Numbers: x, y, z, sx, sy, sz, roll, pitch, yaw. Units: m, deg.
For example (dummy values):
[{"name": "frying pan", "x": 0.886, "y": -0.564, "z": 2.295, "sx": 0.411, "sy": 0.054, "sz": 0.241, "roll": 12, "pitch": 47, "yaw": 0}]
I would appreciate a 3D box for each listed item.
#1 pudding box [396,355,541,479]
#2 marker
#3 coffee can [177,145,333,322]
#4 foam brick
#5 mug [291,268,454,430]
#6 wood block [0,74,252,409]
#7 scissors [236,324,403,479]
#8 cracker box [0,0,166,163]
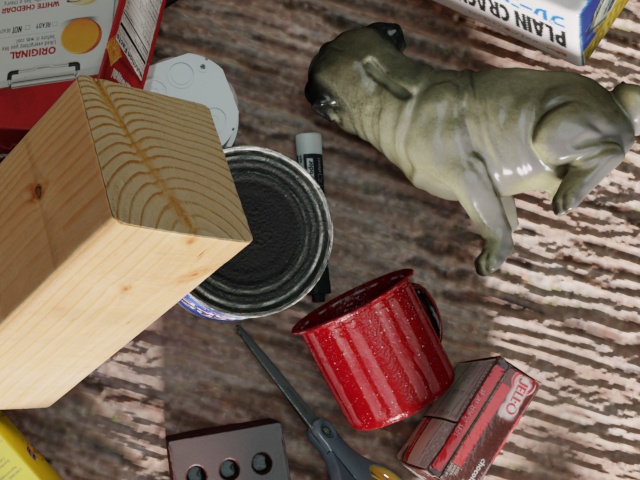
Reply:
[{"name": "pudding box", "x": 0.097, "y": 0.125, "z": 0.720, "sx": 0.039, "sy": 0.113, "sz": 0.090, "roll": 36, "pitch": 80, "yaw": -2}, {"name": "marker", "x": -0.005, "y": -0.016, "z": 0.763, "sx": 0.020, "sy": 0.020, "sz": 0.121, "roll": -3, "pitch": 85, "yaw": -10}, {"name": "coffee can", "x": -0.055, "y": 0.001, "z": 0.691, "sx": 0.102, "sy": 0.140, "sz": 0.103, "roll": 1, "pitch": 85, "yaw": -10}, {"name": "foam brick", "x": -0.063, "y": 0.152, "z": 0.721, "sx": 0.078, "sy": 0.051, "sz": 0.053, "roll": -9, "pitch": 86, "yaw": -10}, {"name": "mug", "x": 0.046, "y": 0.071, "z": 0.737, "sx": 0.117, "sy": 0.093, "sz": 0.081, "roll": -32, "pitch": 97, "yaw": -47}, {"name": "wood block", "x": -0.146, "y": 0.011, "z": 0.600, "sx": 0.090, "sy": 0.206, "sz": 0.091, "roll": 9, "pitch": 53, "yaw": -46}, {"name": "scissors", "x": 0.001, "y": 0.148, "z": 0.724, "sx": 0.201, "sy": 0.096, "sz": 0.016, "roll": 43, "pitch": 120, "yaw": -5}, {"name": "cracker box", "x": -0.183, "y": -0.151, "z": 0.665, "sx": 0.164, "sy": 0.072, "sz": 0.213, "roll": 5, "pitch": 69, "yaw": 14}]
